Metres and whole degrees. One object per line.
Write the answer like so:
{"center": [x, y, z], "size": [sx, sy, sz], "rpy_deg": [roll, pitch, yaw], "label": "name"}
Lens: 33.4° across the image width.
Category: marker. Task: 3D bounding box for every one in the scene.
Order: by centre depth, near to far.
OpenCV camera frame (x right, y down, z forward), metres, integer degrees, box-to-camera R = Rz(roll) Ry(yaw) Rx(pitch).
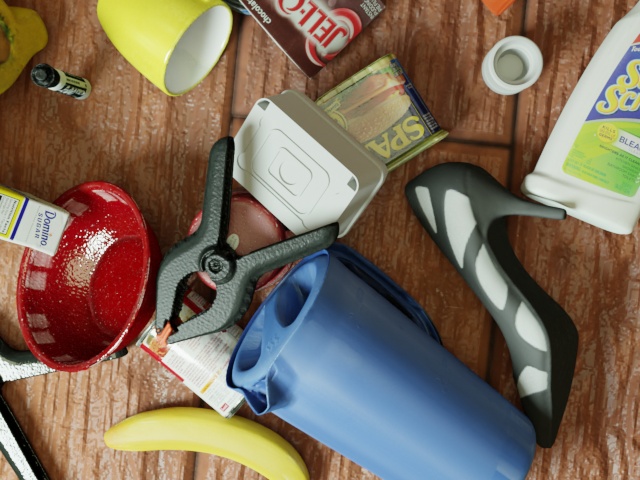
{"center": [-0.214, -0.131, 0.882], "size": [0.020, 0.121, 0.020], "rpy_deg": [0, 93, 2], "label": "marker"}

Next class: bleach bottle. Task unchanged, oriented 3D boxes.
{"center": [0.263, -0.137, 0.893], "size": [0.102, 0.068, 0.251], "rpy_deg": [23, 91, 0], "label": "bleach bottle"}

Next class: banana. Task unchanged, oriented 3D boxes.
{"center": [-0.090, 0.183, 0.936], "size": [0.198, 0.037, 0.069], "rpy_deg": [21, 93, 1], "label": "banana"}

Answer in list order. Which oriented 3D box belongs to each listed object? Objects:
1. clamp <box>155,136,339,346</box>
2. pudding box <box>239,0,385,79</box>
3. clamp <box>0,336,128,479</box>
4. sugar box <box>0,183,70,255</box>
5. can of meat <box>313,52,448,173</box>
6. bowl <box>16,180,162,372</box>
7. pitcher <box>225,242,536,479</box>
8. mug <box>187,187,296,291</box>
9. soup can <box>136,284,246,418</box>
{"center": [-0.081, 0.006, 0.841], "size": [0.171, 0.039, 0.120], "rpy_deg": [-43, 80, 11], "label": "clamp"}
{"center": [-0.011, -0.202, 0.881], "size": [0.090, 0.039, 0.113], "rpy_deg": [-44, 133, 3], "label": "pudding box"}
{"center": [-0.283, 0.119, 0.941], "size": [0.210, 0.036, 0.164], "rpy_deg": [32, 93, -2], "label": "clamp"}
{"center": [-0.301, -0.040, 0.860], "size": [0.175, 0.093, 0.048], "rpy_deg": [19, 91, -42], "label": "sugar box"}
{"center": [0.043, -0.097, 0.907], "size": [0.102, 0.057, 0.084], "rpy_deg": [-32, 89, 4], "label": "can of meat"}
{"center": [-0.184, 0.034, 0.901], "size": [0.162, 0.055, 0.162], "rpy_deg": [-10, 72, 35], "label": "bowl"}
{"center": [0.057, 0.118, 0.874], "size": [0.242, 0.145, 0.149], "rpy_deg": [36, 88, -15], "label": "pitcher"}
{"center": [-0.056, 0.001, 0.902], "size": [0.117, 0.081, 0.093], "rpy_deg": [-4, 93, 2], "label": "mug"}
{"center": [-0.098, 0.096, 0.917], "size": [0.102, 0.068, 0.068], "rpy_deg": [40, 94, -1], "label": "soup can"}
